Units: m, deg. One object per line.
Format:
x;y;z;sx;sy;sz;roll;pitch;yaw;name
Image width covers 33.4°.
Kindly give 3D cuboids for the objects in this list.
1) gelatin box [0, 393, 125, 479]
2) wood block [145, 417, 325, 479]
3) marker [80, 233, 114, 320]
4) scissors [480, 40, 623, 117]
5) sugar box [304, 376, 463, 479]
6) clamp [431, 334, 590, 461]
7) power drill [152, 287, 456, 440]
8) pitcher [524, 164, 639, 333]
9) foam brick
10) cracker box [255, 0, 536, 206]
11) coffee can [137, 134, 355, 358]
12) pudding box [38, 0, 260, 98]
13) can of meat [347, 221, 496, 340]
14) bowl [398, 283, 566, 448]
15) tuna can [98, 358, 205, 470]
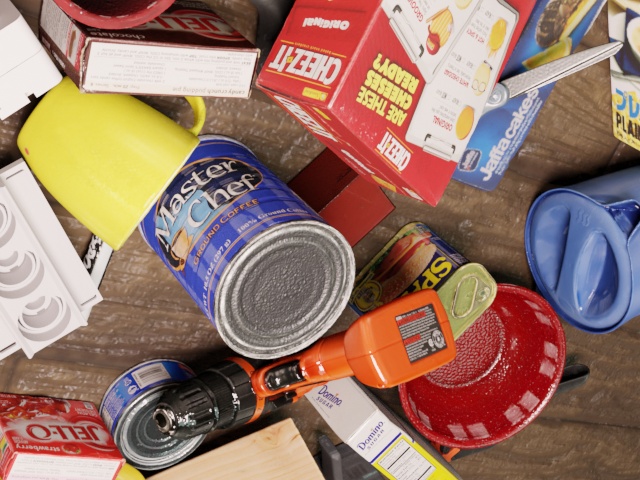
-0.196;0.145;0.778;0.089;0.073;0.030;14;110;-38;gelatin box
-0.100;0.237;0.870;0.205;0.091;0.090;-20;150;-22;wood block
-0.154;0.003;0.753;0.020;0.020;0.121;12;110;-37;marker
0.124;-0.087;0.792;0.202;0.016;0.096;-5;99;14;scissors
0.056;0.175;0.945;0.048;0.093;0.176;-47;131;1;sugar box
0.184;0.153;1.044;0.120;0.039;0.171;36;99;-22;clamp
-0.009;0.093;0.788;0.184;0.188;0.057;-18;88;-49;power drill
0.315;-0.010;0.985;0.242;0.149;0.145;-19;111;-26;pitcher
0.007;-0.025;0.816;0.078;0.053;0.051;-42;132;-3;foam brick
0.065;-0.154;0.712;0.164;0.072;0.213;35;80;-54;cracker box
-0.055;0.001;0.734;0.102;0.140;0.103;-16;125;-24;coffee can
-0.107;-0.121;0.659;0.113;0.090;0.039;-4;120;-30;pudding box
0.080;0.044;0.885;0.102;0.084;0.057;-46;132;0;can of meat
0.137;0.105;0.963;0.162;0.055;0.162;-6;111;-16;bowl
-0.129;0.138;0.843;0.086;0.034;0.086;-16;125;-24;tuna can
